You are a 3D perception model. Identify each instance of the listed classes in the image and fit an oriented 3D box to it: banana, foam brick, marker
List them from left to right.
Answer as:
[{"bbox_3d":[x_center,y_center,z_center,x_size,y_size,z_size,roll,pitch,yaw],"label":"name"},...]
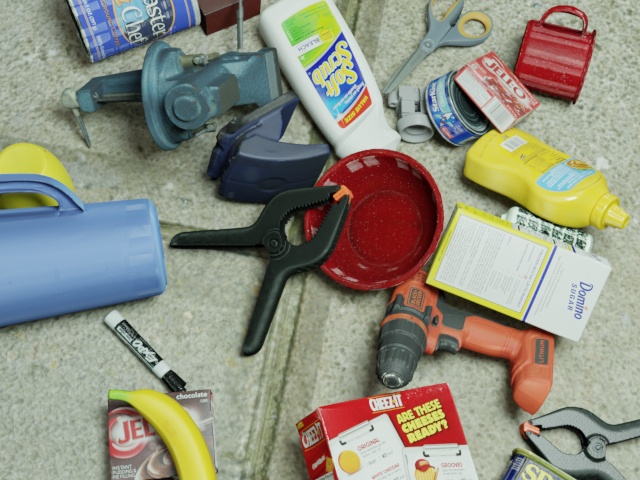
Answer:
[{"bbox_3d":[-0.191,0.124,1.173,0.020,0.020,0.121,-43,78,-16],"label":"marker"},{"bbox_3d":[-0.144,0.227,1.086,0.069,0.037,0.198,-26,75,-16],"label":"banana"},{"bbox_3d":[-0.117,-0.297,1.309,0.078,0.051,0.053,-26,75,-12],"label":"foam brick"}]

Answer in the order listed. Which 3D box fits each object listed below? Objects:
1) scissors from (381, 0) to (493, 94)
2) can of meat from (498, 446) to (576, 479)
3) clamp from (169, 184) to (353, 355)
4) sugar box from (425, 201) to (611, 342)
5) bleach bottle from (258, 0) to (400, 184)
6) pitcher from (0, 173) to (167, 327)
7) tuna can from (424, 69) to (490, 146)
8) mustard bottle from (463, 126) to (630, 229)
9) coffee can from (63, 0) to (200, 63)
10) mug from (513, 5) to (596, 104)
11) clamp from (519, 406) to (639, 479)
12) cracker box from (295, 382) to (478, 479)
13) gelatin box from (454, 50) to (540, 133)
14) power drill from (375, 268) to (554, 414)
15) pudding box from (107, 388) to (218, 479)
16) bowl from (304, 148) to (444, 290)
[{"bbox_3d":[0.150,-0.233,1.305,0.096,0.016,0.201,24,60,-2],"label":"scissors"},{"bbox_3d":[0.229,0.282,1.125,0.102,0.057,0.084,31,74,8],"label":"can of meat"},{"bbox_3d":[-0.058,0.001,1.190,0.210,0.036,0.164,-44,76,4],"label":"clamp"},{"bbox_3d":[0.212,0.033,1.153,0.176,0.048,0.093,22,105,1],"label":"sugar box"},{"bbox_3d":[0.027,-0.181,1.273,0.102,0.068,0.251,-29,77,-12],"label":"bleach bottle"},{"bbox_3d":[-0.293,0.013,1.144,0.242,0.149,0.145,-8,71,-10],"label":"pitcher"},{"bbox_3d":[0.163,-0.157,1.261,0.086,0.034,0.086,25,54,-40],"label":"tuna can"},{"bbox_3d":[0.263,-0.064,1.208,0.192,0.058,0.096,33,44,33],"label":"mustard bottle"},{"bbox_3d":[-0.227,-0.283,1.270,0.140,0.103,0.103,-22,74,-11],"label":"coffee can"},{"bbox_3d":[0.281,-0.227,1.280,0.081,0.117,0.093,15,41,7],"label":"mug"},{"bbox_3d":[0.300,0.237,1.155,0.171,0.039,0.120,7,66,5],"label":"clamp"},{"bbox_3d":[0.082,0.267,1.090,0.163,0.072,0.214,-6,69,-29],"label":"cracker box"},{"bbox_3d":[0.207,-0.176,1.251,0.089,0.030,0.073,50,39,6],"label":"gelatin box"},{"bbox_3d":[0.153,0.117,1.140,0.187,0.057,0.184,22,37,-1],"label":"power drill"},{"bbox_3d":[-0.168,0.209,1.134,0.113,0.039,0.090,-5,71,-6],"label":"pudding box"},{"bbox_3d":[0.066,-0.019,1.205,0.162,0.055,0.162,-4,78,18],"label":"bowl"}]
